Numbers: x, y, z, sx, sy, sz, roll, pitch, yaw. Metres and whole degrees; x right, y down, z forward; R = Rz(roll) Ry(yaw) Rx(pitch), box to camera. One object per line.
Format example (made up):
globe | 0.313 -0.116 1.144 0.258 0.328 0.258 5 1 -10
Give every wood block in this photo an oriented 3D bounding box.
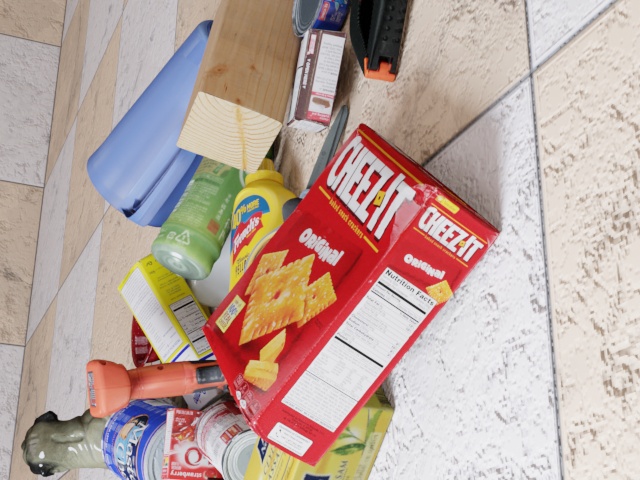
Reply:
wood block | -0.077 -0.187 1.126 0.091 0.090 0.206 125 160 -50

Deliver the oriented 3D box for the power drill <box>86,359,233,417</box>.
power drill | -0.129 0.135 1.047 0.185 0.187 0.057 153 113 -68

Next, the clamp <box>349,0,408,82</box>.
clamp | 0.053 -0.243 0.946 0.165 0.036 0.210 126 146 -59

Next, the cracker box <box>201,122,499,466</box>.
cracker box | 0.012 0.032 0.792 0.214 0.072 0.164 -53 27 8

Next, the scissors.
scissors | 0.000 -0.022 1.003 0.096 0.016 0.202 37 96 27

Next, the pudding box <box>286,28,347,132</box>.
pudding box | -0.005 -0.152 1.028 0.113 0.039 0.090 -136 56 -85

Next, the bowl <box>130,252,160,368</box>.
bowl | -0.212 0.097 1.451 0.162 0.055 0.162 -170 90 -69

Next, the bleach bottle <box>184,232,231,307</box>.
bleach bottle | -0.145 0.001 1.318 0.251 0.068 0.102 -138 59 -68

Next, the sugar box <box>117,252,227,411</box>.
sugar box | -0.160 0.104 1.212 0.176 0.048 0.093 56 147 6

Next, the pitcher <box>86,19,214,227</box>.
pitcher | -0.163 -0.135 1.272 0.149 0.144 0.243 50 117 19

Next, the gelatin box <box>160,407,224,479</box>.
gelatin box | -0.117 0.215 1.112 0.030 0.089 0.073 154 123 -63

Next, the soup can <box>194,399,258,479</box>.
soup can | -0.078 0.202 1.048 0.102 0.068 0.068 -161 82 -68

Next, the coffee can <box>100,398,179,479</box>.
coffee can | -0.175 0.237 1.200 0.141 0.102 0.103 1 82 59

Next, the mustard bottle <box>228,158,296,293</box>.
mustard bottle | -0.058 0.001 1.096 0.096 0.058 0.191 -36 46 49

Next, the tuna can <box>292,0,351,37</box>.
tuna can | 0.002 -0.246 1.087 0.086 0.033 0.086 -170 90 -69
